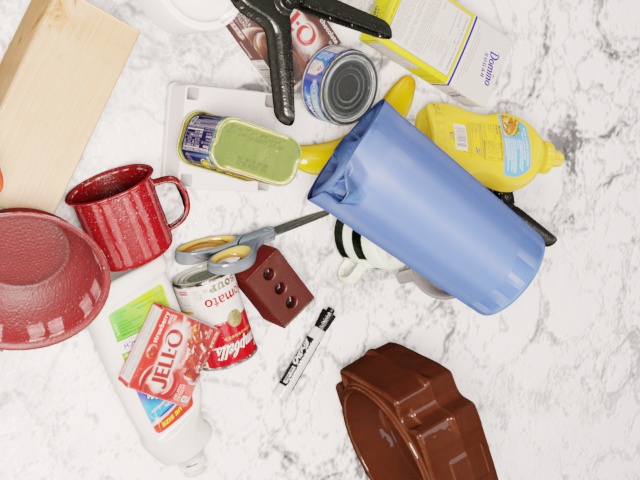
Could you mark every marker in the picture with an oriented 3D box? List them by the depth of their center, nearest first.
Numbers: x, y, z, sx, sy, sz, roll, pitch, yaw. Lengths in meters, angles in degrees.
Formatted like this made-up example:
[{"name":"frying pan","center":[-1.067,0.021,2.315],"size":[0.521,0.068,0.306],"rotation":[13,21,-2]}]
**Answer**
[{"name":"marker","center":[-0.017,0.131,1.241],"size":[0.020,0.020,0.121],"rotation":[36,81,-29]}]

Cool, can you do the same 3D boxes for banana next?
[{"name":"banana","center":[0.039,-0.123,1.220],"size":[0.197,0.037,0.069],"rotation":[-28,111,-22]}]

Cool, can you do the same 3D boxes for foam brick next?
[{"name":"foam brick","center":[-0.056,0.049,1.187],"size":[0.053,0.051,0.078],"rotation":[-45,116,-16]}]

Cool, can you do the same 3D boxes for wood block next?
[{"name":"wood block","center":[-0.267,-0.128,1.019],"size":[0.090,0.090,0.206],"rotation":[27,85,-30]}]

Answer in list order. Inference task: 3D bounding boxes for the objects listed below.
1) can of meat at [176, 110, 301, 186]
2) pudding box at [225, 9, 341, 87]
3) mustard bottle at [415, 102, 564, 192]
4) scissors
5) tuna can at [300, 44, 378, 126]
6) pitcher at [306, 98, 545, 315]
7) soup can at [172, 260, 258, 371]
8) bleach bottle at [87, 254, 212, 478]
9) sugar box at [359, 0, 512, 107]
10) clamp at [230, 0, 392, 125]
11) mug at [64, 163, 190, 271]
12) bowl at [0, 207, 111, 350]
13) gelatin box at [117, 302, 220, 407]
[{"name":"can of meat","center":[-0.080,-0.091,1.065],"size":[0.101,0.084,0.057],"rotation":[15,90,-30]},{"name":"pudding box","center":[-0.044,-0.230,1.154],"size":[0.090,0.039,0.113],"rotation":[-45,117,-17]},{"name":"mustard bottle","center":[0.209,-0.108,1.285],"size":[0.191,0.058,0.096],"rotation":[5,69,-21]},{"name":"scissors","center":[-0.058,0.001,1.159],"size":[0.201,0.096,0.016],"rotation":[-13,115,-23]},{"name":"tuna can","center":[0.022,-0.169,1.168],"size":[0.085,0.034,0.086],"rotation":[-17,118,-35]},{"name":"pitcher","center":[0.119,-0.035,1.145],"size":[0.242,0.145,0.149],"rotation":[37,78,-9]},{"name":"soup can","center":[-0.114,0.081,1.152],"size":[0.068,0.069,0.102],"rotation":[-23,108,-24]},{"name":"bleach bottle","center":[-0.170,0.140,1.135],"size":[0.102,0.068,0.251],"rotation":[-29,113,-22]},{"name":"sugar box","center":[0.138,-0.235,1.252],"size":[0.176,0.048,0.093],"rotation":[27,85,-33]},{"name":"clamp","center":[-0.027,-0.246,1.093],"size":[0.164,0.036,0.210],"rotation":[-36,105,-22]},{"name":"mug","center":[-0.188,-0.026,1.077],"size":[0.117,0.093,0.081],"rotation":[-21,114,-7]},{"name":"bowl","center":[-0.276,0.025,0.980],"size":[0.162,0.055,0.162],"rotation":[-7,129,-10]},{"name":"gelatin box","center":[-0.153,0.117,1.084],"size":[0.073,0.030,0.089],"rotation":[27,87,-34]}]
